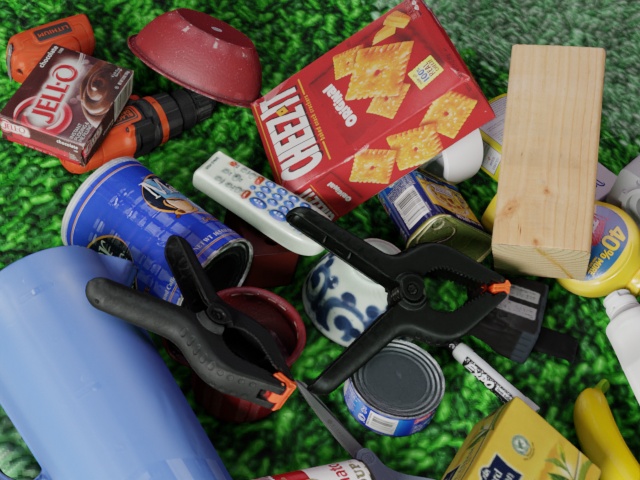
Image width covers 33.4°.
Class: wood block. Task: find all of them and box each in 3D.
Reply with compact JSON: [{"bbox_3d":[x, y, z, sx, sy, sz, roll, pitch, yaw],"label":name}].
[{"bbox_3d":[0.221,-0.076,1.032,0.090,0.091,0.206,5,72,12],"label":"wood block"}]

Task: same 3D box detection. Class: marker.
[{"bbox_3d":[0.149,0.120,0.979,0.020,0.020,0.121,-29,59,-35],"label":"marker"}]

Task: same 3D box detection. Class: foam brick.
[{"bbox_3d":[-0.057,0.001,1.017,0.052,0.051,0.078,-7,49,-21],"label":"foam brick"}]

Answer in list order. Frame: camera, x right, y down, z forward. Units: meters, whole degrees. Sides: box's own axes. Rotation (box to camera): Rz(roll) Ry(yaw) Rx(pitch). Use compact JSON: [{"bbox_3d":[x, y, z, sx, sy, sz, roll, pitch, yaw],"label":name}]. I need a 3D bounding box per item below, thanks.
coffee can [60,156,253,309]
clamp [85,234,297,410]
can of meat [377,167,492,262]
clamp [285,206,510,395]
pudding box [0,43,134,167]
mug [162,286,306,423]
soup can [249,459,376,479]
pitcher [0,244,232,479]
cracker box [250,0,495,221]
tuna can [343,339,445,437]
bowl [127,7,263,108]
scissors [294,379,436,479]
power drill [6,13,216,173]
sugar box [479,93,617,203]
[{"bbox_3d":[-0.146,0.004,0.955,0.140,0.103,0.102,35,48,19],"label":"coffee can"},{"bbox_3d":[-0.096,0.067,0.816,0.171,0.039,0.120,43,38,18],"label":"clamp"},{"bbox_3d":[0.113,-0.022,1.060,0.101,0.057,0.084,22,30,-42],"label":"can of meat"},{"bbox_3d":[0.068,0.039,0.942,0.209,0.036,0.164,-8,77,-23],"label":"clamp"},{"bbox_3d":[-0.245,-0.132,1.037,0.090,0.039,0.113,20,51,5],"label":"pudding box"},{"bbox_3d":[-0.076,0.097,0.898,0.117,0.082,0.093,14,45,-1],"label":"mug"},{"bbox_3d":[-0.011,0.209,0.817,0.102,0.069,0.068,-7,49,-21],"label":"soup can"},{"bbox_3d":[-0.176,0.136,0.813,0.144,0.149,0.243,1,44,-51],"label":"pitcher"},{"bbox_3d":[0.045,-0.131,1.066,0.214,0.072,0.164,-32,43,12],"label":"cracker box"},{"bbox_3d":[0.064,0.129,0.937,0.086,0.034,0.086,7,45,-8],"label":"tuna can"},{"bbox_3d":[-0.124,-0.205,1.152,0.162,0.055,0.162,24,20,-10],"label":"bowl"},{"bbox_3d":[0.058,0.187,0.893,0.096,0.016,0.202,-9,50,-25],"label":"scissors"},{"bbox_3d":[-0.228,-0.162,1.127,0.184,0.057,0.188,-27,58,-34],"label":"power drill"},{"bbox_3d":[0.238,-0.087,1.185,0.093,0.048,0.176,-29,63,-35],"label":"sugar box"}]
